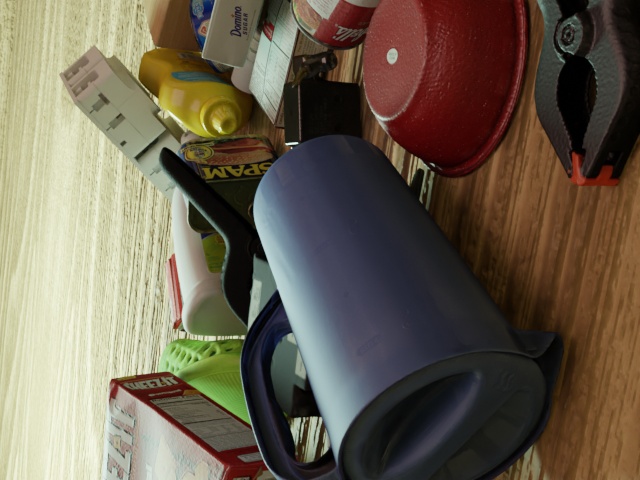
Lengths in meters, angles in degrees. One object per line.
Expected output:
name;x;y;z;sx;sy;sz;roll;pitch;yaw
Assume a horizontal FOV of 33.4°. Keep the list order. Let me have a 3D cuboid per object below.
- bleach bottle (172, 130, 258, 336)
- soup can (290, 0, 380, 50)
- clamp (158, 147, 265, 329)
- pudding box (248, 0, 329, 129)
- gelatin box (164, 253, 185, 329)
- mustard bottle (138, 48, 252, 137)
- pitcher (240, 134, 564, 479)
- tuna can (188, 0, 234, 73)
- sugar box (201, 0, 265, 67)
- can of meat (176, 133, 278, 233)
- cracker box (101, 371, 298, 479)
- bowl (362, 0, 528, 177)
bleach bottle;-0.108;-0.021;1.056;0.251;0.102;0.068;-111;33;-40
soup can;0.027;-0.205;0.821;0.102;0.068;0.068;129;137;-52
clamp;-0.056;0.001;0.926;0.036;0.165;0.210;-23;-70;-76
pudding box;-0.027;-0.168;0.971;0.090;0.039;0.114;-123;40;-53
gelatin box;-0.107;0.052;1.062;0.030;0.089;0.073;126;139;-51
mustard bottle;-0.123;-0.150;1.111;0.192;0.096;0.058;47;124;57
pitcher;0.028;0.044;0.689;0.243;0.149;0.145;63;141;46
tuna can;-0.101;-0.214;1.085;0.086;0.034;0.086;-16;-90;-75
sugar box;-0.068;-0.241;0.993;0.176;0.048;0.093;-87;13;-53
can of meat;-0.082;-0.056;1.006;0.084;0.102;0.057;-115;25;-50
cracker box;-0.113;0.222;0.898;0.214;0.071;0.164;20;106;52
bowl;0.073;-0.125;0.727;0.162;0.055;0.162;-178;90;-66
